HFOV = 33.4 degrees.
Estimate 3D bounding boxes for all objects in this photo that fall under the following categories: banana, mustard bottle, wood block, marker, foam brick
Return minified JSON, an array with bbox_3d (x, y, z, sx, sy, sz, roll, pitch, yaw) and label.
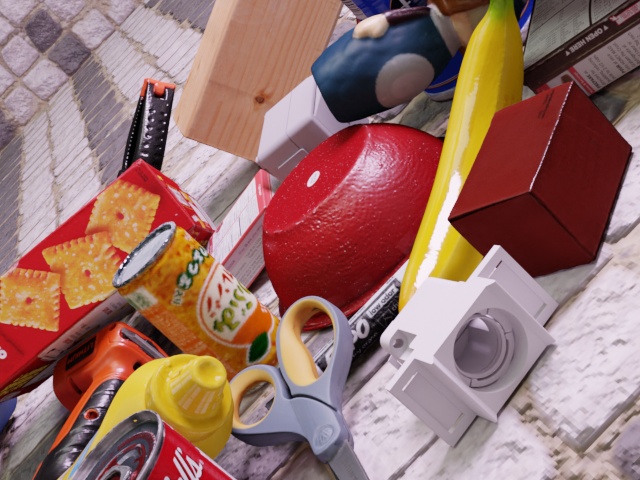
[{"bbox_3d":[0.076,-0.041,0.565,0.037,0.069,0.198,5,74,31],"label":"banana"},{"bbox_3d":[-0.093,0.111,0.555,0.096,0.058,0.192,-43,-5,-44],"label":"mustard bottle"},{"bbox_3d":[-0.046,-0.178,0.912,0.090,0.090,0.206,-127,58,-68],"label":"wood block"},{"bbox_3d":[0.015,0.057,0.580,0.121,0.020,0.020,-45,21,3],"label":"marker"},{"bbox_3d":[0.107,-0.028,0.513,0.053,0.051,0.078,-19,34,49],"label":"foam brick"}]

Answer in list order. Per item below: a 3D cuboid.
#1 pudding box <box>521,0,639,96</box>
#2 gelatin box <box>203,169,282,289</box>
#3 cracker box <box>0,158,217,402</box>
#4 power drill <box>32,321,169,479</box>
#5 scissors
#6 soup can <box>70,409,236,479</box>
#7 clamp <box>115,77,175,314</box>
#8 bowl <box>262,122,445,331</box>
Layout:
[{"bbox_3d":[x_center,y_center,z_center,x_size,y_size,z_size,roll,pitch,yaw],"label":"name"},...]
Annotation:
[{"bbox_3d":[0.163,-0.133,0.611,0.090,0.039,0.113,-33,22,38],"label":"pudding box"},{"bbox_3d":[-0.055,0.001,0.782,0.089,0.030,0.073,-53,19,17],"label":"gelatin box"},{"bbox_3d":[-0.185,0.035,0.818,0.213,0.072,0.164,-39,-3,0],"label":"cracker box"},{"bbox_3d":[-0.183,0.156,0.733,0.185,0.057,0.187,-30,29,37],"label":"power drill"},{"bbox_3d":[-0.010,0.104,0.520,0.096,0.016,0.202,-38,31,19],"label":"scissors"},{"bbox_3d":[-0.057,0.132,0.469,0.069,0.102,0.068,-39,22,19],"label":"soup can"},{"bbox_3d":[-0.169,-0.041,0.976,0.165,0.036,0.210,-125,49,-64],"label":"clamp"},{"bbox_3d":[0.015,-0.022,0.673,0.162,0.055,0.162,-39,22,19],"label":"bowl"}]
